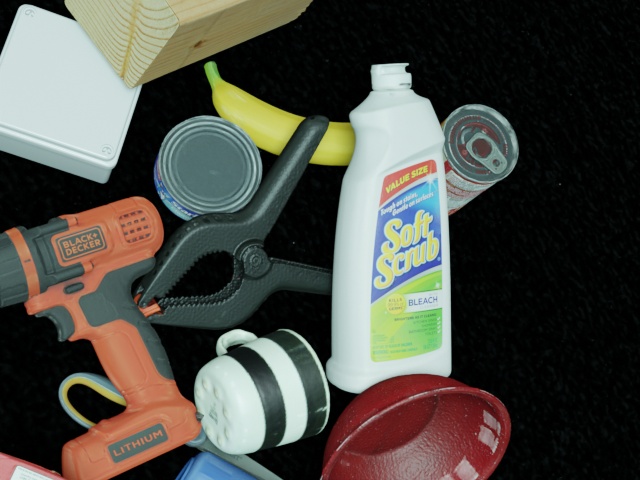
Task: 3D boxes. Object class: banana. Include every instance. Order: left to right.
[{"bbox_3d":[-0.010,-0.099,0.915,0.197,0.037,0.069,17,71,-12],"label":"banana"}]

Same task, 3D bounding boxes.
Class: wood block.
[{"bbox_3d":[-0.087,-0.210,0.858,0.090,0.091,0.205,53,46,3],"label":"wood block"}]

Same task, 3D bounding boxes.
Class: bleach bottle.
[{"bbox_3d":[0.051,-0.012,0.843,0.102,0.068,0.251,-6,100,-23],"label":"bleach bottle"}]

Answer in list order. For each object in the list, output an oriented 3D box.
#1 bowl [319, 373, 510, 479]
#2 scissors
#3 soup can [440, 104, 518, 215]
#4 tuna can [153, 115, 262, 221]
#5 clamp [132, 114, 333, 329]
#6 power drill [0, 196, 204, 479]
[{"bbox_3d":[0.063,0.155,0.824,0.162,0.162,0.055,-9,40,-20],"label":"bowl"},{"bbox_3d":[-0.101,0.129,0.831,0.201,0.016,0.096,18,70,-12],"label":"scissors"},{"bbox_3d":[0.115,-0.065,0.909,0.068,0.102,0.068,5,73,-16],"label":"soup can"},{"bbox_3d":[-0.093,-0.057,0.878,0.086,0.034,0.086,5,73,-16],"label":"tuna can"},{"bbox_3d":[-0.056,0.001,0.850,0.209,0.036,0.164,-19,107,-17],"label":"clamp"},{"bbox_3d":[-0.176,0.076,0.758,0.184,0.057,0.187,-20,93,-25],"label":"power drill"}]
